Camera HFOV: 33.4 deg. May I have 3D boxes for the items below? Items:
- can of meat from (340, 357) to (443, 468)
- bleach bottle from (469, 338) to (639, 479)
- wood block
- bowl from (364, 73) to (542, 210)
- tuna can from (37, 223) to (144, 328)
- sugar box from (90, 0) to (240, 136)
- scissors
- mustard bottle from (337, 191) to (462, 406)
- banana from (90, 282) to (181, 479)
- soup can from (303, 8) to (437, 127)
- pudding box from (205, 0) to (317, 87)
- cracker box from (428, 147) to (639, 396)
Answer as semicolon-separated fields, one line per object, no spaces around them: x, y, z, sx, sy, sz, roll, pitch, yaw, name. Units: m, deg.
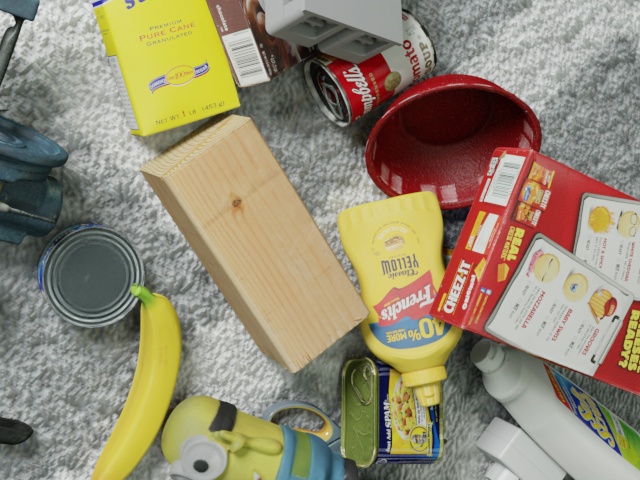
0.069;0.164;1.017;0.083;0.058;0.102;7;78;-30;can of meat
0.247;0.185;1.089;0.250;0.102;0.068;39;119;-23;bleach bottle
-0.056;0.001;0.930;0.090;0.090;0.206;-37;111;-14;wood block
0.119;-0.100;0.985;0.162;0.055;0.162;-2;140;-2;bowl
-0.194;0.029;0.902;0.086;0.034;0.086;-4;100;-24;tuna can
-0.136;-0.184;0.889;0.093;0.048;0.176;-21;107;-20;sugar box
0.027;0.212;1.039;0.201;0.016;0.096;22;90;-25;scissors
0.080;0.057;0.980;0.096;0.058;0.191;-12;84;3;mustard bottle
-0.156;0.126;0.926;0.069;0.037;0.198;1;107;-42;banana
0.045;-0.156;0.962;0.102;0.069;0.068;-33;110;-16;soup can
-0.053;-0.197;0.906;0.089;0.039;0.113;-42;120;-52;pudding box
0.224;0.030;0.956;0.213;0.072;0.164;21;90;-24;cracker box
